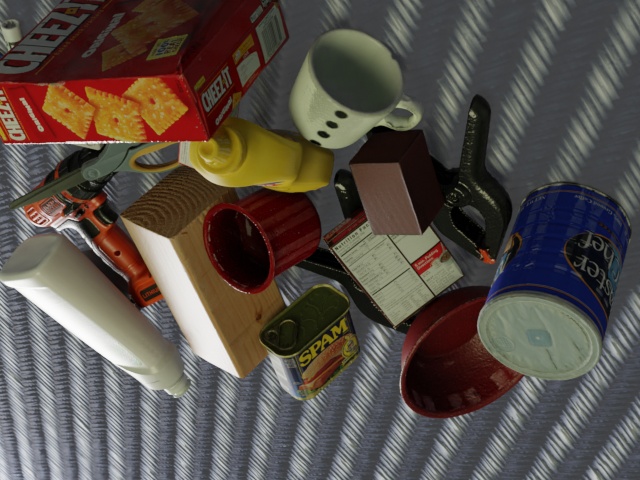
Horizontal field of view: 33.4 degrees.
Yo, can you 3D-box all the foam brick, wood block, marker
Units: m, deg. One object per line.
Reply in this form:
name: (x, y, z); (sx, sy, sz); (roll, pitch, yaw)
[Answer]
foam brick: (0.066, -0.049, 0.923); (0.051, 0.052, 0.078); (2, 126, 34)
wood block: (-0.114, 0.035, 1.120); (0.090, 0.090, 0.206); (22, 145, 41)
marker: (-0.300, -0.169, 1.082); (0.020, 0.020, 0.121); (15, 139, 16)

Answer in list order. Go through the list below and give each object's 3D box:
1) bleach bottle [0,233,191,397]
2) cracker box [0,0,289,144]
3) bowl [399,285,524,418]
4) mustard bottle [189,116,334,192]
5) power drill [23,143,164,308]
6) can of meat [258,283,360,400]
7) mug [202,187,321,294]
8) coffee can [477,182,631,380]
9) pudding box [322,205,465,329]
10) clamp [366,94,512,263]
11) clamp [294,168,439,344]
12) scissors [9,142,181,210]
bleach bottle: (-0.244, 0.096, 1.225); (0.103, 0.068, 0.250); (-5, 136, 47)
cracker box: (-0.157, -0.154, 0.902); (0.214, 0.164, 0.072); (3, 131, 27)
bowl: (0.140, 0.099, 1.051); (0.162, 0.055, 0.162); (-15, 132, -17)
mustard bottle: (-0.059, -0.074, 0.925); (0.096, 0.191, 0.058); (13, 94, 17)
power drill: (-0.221, -0.017, 1.171); (0.187, 0.057, 0.185); (46, 141, -16)
can of meat: (-0.008, 0.111, 1.151); (0.058, 0.102, 0.084); (33, 152, 38)
mug: (-0.057, 0.001, 1.038); (0.093, 0.081, 0.117); (43, 135, 18)
coffee can: (0.203, 0.034, 0.915); (0.103, 0.140, 0.103); (16, 139, 14)
pudding box: (0.071, 0.014, 1.011); (0.090, 0.039, 0.113); (-37, 109, 5)
clamp: (0.113, -0.052, 0.957); (0.120, 0.039, 0.171); (4, 129, 36)
clamp: (0.040, 0.032, 1.088); (0.210, 0.036, 0.165); (46, 139, -15)
scissors: (-0.223, -0.086, 1.052); (0.201, 0.016, 0.096); (-12, 135, -1)
